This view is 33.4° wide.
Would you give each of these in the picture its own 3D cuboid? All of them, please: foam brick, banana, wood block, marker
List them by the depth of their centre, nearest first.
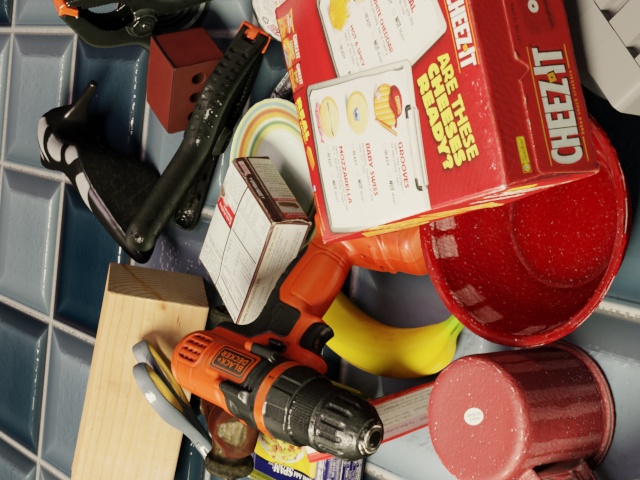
[{"bbox_3d":[0.036,0.062,0.807,0.198,0.037,0.069,16,82,47],"label":"banana"},{"bbox_3d":[-0.041,-0.112,0.909,0.121,0.020,0.020,-49,55,37],"label":"marker"},{"bbox_3d":[-0.122,-0.144,0.961,0.051,0.052,0.078,54,149,32],"label":"foam brick"},{"bbox_3d":[-0.168,0.136,0.976,0.091,0.090,0.206,-120,41,-72],"label":"wood block"}]

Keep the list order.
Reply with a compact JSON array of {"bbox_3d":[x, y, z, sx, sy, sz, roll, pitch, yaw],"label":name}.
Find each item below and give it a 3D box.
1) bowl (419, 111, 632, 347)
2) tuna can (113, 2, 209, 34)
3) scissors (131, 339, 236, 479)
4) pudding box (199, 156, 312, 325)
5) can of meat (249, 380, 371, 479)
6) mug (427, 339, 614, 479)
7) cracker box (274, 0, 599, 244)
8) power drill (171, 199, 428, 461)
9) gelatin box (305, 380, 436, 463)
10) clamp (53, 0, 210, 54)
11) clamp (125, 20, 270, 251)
[{"bbox_3d":[0.138,-0.015,0.672,0.162,0.055,0.162,-1,88,49],"label":"bowl"},{"bbox_3d":[-0.146,-0.225,0.984,0.086,0.085,0.034,-53,54,34],"label":"tuna can"},{"bbox_3d":[-0.100,0.168,0.878,0.016,0.096,0.202,-34,83,1],"label":"scissors"},{"bbox_3d":[-0.056,0.001,0.874,0.090,0.039,0.114,56,138,40],"label":"pudding box"},{"bbox_3d":[-0.008,0.154,0.838,0.102,0.057,0.084,11,96,49],"label":"can of meat"},{"bbox_3d":[0.127,0.119,0.662,0.093,0.081,0.117,-54,51,34],"label":"mug"},{"bbox_3d":[0.058,-0.094,0.627,0.214,0.072,0.164,-17,83,63],"label":"cracker box"},{"bbox_3d":[0.007,0.054,0.735,0.185,0.187,0.057,17,147,41],"label":"power drill"},{"bbox_3d":[0.041,0.126,0.755,0.073,0.089,0.030,-26,80,45],"label":"gelatin box"},{"bbox_3d":[-0.160,-0.193,0.946,0.039,0.171,0.120,58,138,35],"label":"clamp"},{"bbox_3d":[-0.100,-0.085,0.909,0.036,0.164,0.210,27,106,2],"label":"clamp"}]
